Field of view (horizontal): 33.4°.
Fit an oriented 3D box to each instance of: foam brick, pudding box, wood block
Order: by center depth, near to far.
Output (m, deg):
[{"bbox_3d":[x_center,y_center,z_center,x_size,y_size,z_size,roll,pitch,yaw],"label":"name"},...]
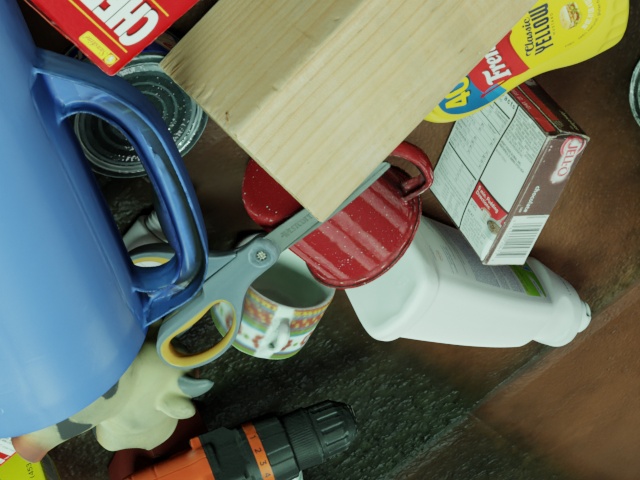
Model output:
[{"bbox_3d":[0.028,-0.124,0.563,0.206,0.091,0.090,-46,139,1],"label":"wood block"},{"bbox_3d":[0.123,-0.052,0.724,0.039,0.090,0.114,-1,132,-29],"label":"pudding box"},{"bbox_3d":[-0.123,0.168,0.823,0.052,0.051,0.078,2,129,-34],"label":"foam brick"}]

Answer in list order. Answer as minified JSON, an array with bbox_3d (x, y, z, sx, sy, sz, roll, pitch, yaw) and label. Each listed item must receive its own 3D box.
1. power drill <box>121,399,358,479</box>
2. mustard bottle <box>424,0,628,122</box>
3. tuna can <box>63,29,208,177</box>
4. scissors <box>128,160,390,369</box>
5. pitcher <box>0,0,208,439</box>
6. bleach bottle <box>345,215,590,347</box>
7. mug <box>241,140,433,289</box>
[{"bbox_3d":[-0.052,0.207,0.824,0.184,0.057,0.187,-19,136,-10],"label":"power drill"},{"bbox_3d":[0.093,-0.126,0.655,0.191,0.058,0.096,-26,134,-5],"label":"mustard bottle"},{"bbox_3d":[-0.106,-0.077,0.598,0.086,0.034,0.086,-17,138,-17],"label":"tuna can"},{"bbox_3d":[-0.054,0.001,0.633,0.096,0.016,0.202,33,120,-10],"label":"scissors"},{"bbox_3d":[-0.159,-0.035,0.485,0.149,0.145,0.243,-44,142,-31],"label":"pitcher"},{"bbox_3d":[0.127,0.043,0.812,0.250,0.103,0.068,16,126,-40],"label":"bleach bottle"},{"bbox_3d":[0.014,-0.031,0.671,0.117,0.093,0.081,-20,142,29],"label":"mug"}]
